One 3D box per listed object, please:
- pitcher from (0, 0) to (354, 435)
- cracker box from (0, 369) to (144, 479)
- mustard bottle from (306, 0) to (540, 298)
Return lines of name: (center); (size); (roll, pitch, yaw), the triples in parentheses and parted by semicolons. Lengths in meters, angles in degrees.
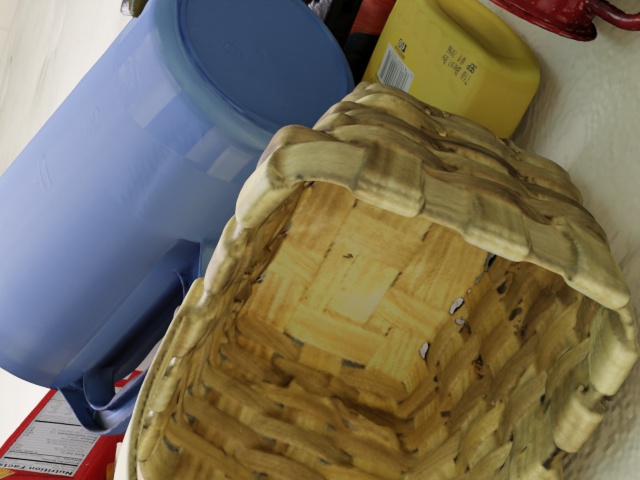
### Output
pitcher: (-0.088, -0.017, 0.549); (0.243, 0.149, 0.144); (-40, 12, 42)
cracker box: (-0.161, 0.197, 0.682); (0.213, 0.072, 0.164); (-68, -19, -71)
mustard bottle: (0.032, -0.023, 0.522); (0.192, 0.058, 0.096); (-63, 32, 28)
